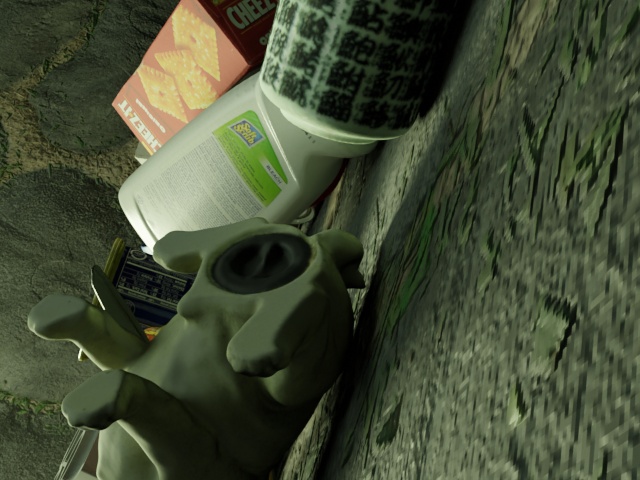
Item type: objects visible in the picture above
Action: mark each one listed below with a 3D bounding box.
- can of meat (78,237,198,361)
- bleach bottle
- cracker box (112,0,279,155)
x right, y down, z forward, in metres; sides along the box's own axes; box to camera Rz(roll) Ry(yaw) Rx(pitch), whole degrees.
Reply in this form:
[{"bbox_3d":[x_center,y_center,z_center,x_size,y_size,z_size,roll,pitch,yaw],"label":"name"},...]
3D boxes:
[{"bbox_3d":[-0.109,0.053,0.712,0.102,0.084,0.057,119,167,-54],"label":"can of meat"},{"bbox_3d":[-0.035,-0.048,0.679,0.251,0.102,0.068,-26,15,51],"label":"bleach bottle"},{"bbox_3d":[-0.053,-0.156,0.793,0.164,0.072,0.214,-41,6,-27],"label":"cracker box"}]
